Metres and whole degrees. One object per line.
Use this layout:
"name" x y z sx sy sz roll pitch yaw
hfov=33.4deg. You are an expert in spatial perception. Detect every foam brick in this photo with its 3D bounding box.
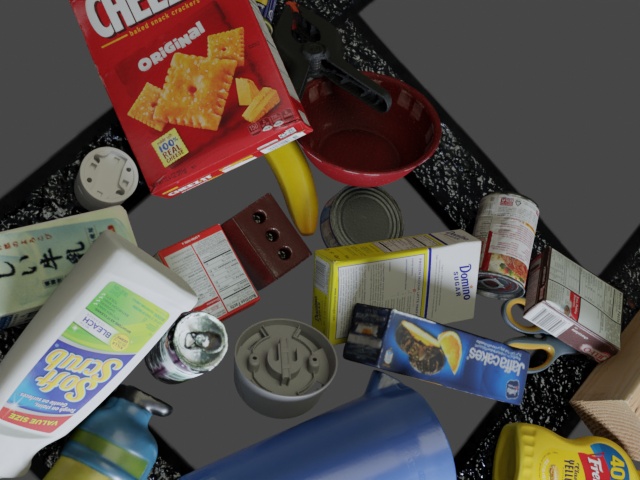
"foam brick" -0.057 0.001 1.069 0.052 0.051 0.078 -36 91 -28

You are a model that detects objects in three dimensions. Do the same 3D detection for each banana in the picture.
"banana" -0.059 -0.095 1.108 0.069 0.037 0.198 -44 94 -10

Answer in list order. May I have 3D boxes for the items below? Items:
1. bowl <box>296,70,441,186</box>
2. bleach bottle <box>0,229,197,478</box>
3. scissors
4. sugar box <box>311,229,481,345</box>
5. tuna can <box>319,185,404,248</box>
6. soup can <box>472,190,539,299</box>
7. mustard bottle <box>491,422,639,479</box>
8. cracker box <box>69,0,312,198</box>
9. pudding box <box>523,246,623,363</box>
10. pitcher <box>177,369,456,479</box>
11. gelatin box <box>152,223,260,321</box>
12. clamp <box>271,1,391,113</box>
"bowl" 0.043 -0.107 1.122 0.162 0.055 0.162 4 48 -4
"bleach bottle" -0.221 0.117 0.918 0.102 0.068 0.251 37 91 -30
"scissors" 0.278 0.102 1.205 0.201 0.016 0.096 -7 74 -30
"sugar box" 0.078 0.046 1.098 0.175 0.048 0.093 -8 113 -28
"tuna can" 0.043 -0.016 1.128 0.086 0.034 0.086 7 72 -22
"soup can" 0.199 0.005 1.170 0.068 0.069 0.102 22 66 -16
"mustard bottle" 0.278 0.255 1.136 0.191 0.058 0.096 13 74 -20
"cracker box" -0.126 -0.170 1.038 0.164 0.072 0.214 -24 86 7
"pudding box" 0.284 0.072 1.191 0.113 0.039 0.090 32 45 -14
"pitcher" -0.003 0.239 0.984 0.242 0.145 0.149 -17 48 -23
"gelatin box" -0.113 0.039 1.046 0.073 0.030 0.089 -27 87 -29
"clamp" 0.004 -0.186 1.124 0.120 0.039 0.171 0 55 -17
